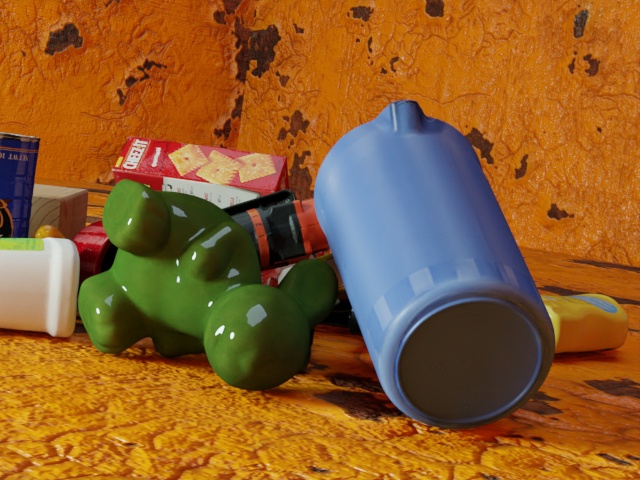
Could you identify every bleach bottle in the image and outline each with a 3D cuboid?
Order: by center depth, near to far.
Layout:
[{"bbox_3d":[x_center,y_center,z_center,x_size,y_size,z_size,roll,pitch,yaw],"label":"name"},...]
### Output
[{"bbox_3d":[-0.304,0.026,0.761,0.250,0.068,0.103,4,6,-17],"label":"bleach bottle"}]

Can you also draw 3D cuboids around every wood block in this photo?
[{"bbox_3d":[-0.288,-0.007,1.043,0.090,0.090,0.206,7,5,-6],"label":"wood block"}]

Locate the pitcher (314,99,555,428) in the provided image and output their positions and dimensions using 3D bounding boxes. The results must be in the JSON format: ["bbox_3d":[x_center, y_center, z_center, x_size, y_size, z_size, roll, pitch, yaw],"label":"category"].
[{"bbox_3d":[0.075,0.025,0.732,0.149,0.145,0.243,40,17,-24],"label":"pitcher"}]

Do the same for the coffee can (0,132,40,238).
[{"bbox_3d":[-0.288,-0.021,0.870,0.103,0.140,0.103,8,4,-1],"label":"coffee can"}]

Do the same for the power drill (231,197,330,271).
[{"bbox_3d":[-0.057,0.001,1.008,0.184,0.057,0.188,-11,0,-13],"label":"power drill"}]

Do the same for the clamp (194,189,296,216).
[{"bbox_3d":[-0.150,-0.012,1.169,0.210,0.036,0.164,-21,-10,31],"label":"clamp"}]

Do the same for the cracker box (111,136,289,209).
[{"bbox_3d":[-0.146,-0.047,1.389,0.214,0.072,0.164,9,-39,11],"label":"cracker box"}]

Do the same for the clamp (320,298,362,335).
[{"bbox_3d":[0.051,0.070,0.957,0.171,0.039,0.120,5,6,-33],"label":"clamp"}]

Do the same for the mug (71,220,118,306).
[{"bbox_3d":[-0.147,0.030,0.864,0.117,0.093,0.082,30,-14,-34],"label":"mug"}]
